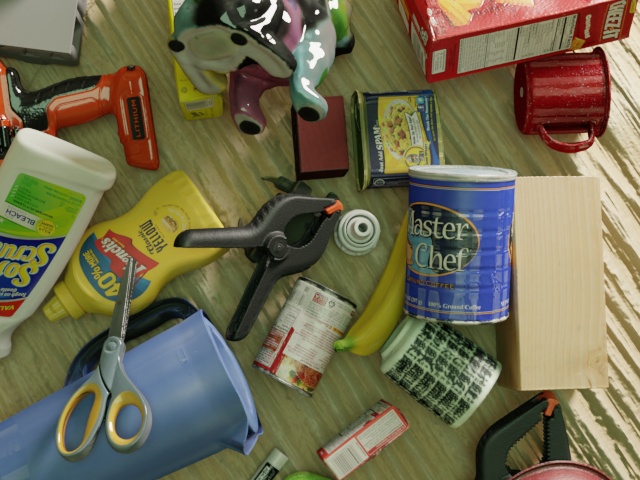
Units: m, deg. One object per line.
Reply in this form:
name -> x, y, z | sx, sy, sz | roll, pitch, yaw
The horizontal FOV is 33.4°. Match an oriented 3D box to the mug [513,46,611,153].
mug -> 0.244, -0.139, 1.082 | 0.081, 0.093, 0.117 | -2, 64, 0

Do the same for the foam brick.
foam brick -> -0.001, -0.104, 1.082 | 0.051, 0.053, 0.078 | -4, 85, -5

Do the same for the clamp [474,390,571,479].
clamp -> 0.178, 0.244, 1.056 | 0.164, 0.036, 0.210 | 14, 101, -2

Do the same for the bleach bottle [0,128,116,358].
bleach bottle -> -0.290, 0.025, 1.021 | 0.102, 0.068, 0.251 | 23, 105, -16

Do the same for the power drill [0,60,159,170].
power drill -> -0.257, -0.097, 1.057 | 0.187, 0.057, 0.184 | -7, 97, -7

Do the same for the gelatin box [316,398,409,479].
gelatin box -> 0.041, 0.196, 1.051 | 0.089, 0.073, 0.030 | -37, 90, -7

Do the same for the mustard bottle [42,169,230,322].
mustard bottle -> -0.190, 0.020, 1.055 | 0.191, 0.058, 0.096 | -35, 81, -6

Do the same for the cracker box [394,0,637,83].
cracker box -> 0.185, -0.260, 1.070 | 0.213, 0.072, 0.164 | -14, 59, -4

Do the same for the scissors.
scissors -> -0.173, 0.109, 0.963 | 0.096, 0.016, 0.201 | 11, 63, 23

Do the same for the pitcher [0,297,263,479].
pitcher -> -0.190, 0.167, 1.018 | 0.243, 0.149, 0.145 | -26, 103, -3

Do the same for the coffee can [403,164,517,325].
coffee can -> 0.133, 0.001, 1.023 | 0.102, 0.103, 0.140 | 1, 99, -4

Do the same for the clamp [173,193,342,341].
clamp -> -0.057, 0.001, 1.026 | 0.171, 0.039, 0.120 | -44, 119, -19

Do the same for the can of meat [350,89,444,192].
can of meat -> 0.078, -0.103, 1.087 | 0.084, 0.057, 0.102 | -4, 85, -6

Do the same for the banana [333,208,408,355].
banana -> 0.073, 0.041, 1.069 | 0.037, 0.069, 0.197 | 22, 69, 17

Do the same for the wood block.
wood block -> 0.228, 0.043, 1.069 | 0.090, 0.090, 0.206 | -1, 86, -4

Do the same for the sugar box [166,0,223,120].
sugar box -> -0.129, -0.216, 1.062 | 0.048, 0.093, 0.176 | -9, 85, -5

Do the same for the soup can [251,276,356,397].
soup can -> -0.016, 0.095, 1.057 | 0.068, 0.068, 0.102 | 28, 83, -2

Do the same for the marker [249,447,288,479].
marker -> -0.076, 0.260, 1.063 | 0.020, 0.020, 0.121 | 39, 84, -1
